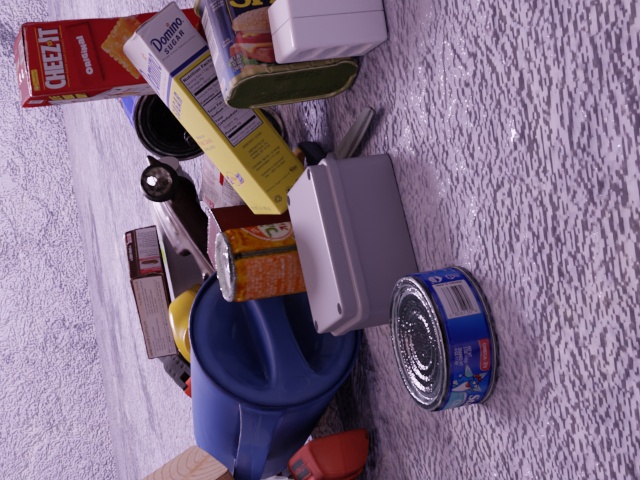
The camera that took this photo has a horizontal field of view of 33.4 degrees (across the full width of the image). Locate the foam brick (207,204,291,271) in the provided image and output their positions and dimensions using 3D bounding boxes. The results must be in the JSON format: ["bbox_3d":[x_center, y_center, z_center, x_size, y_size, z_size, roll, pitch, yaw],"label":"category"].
[{"bbox_3d":[-0.056,0.001,0.948,0.051,0.078,0.053,-120,29,-50],"label":"foam brick"}]

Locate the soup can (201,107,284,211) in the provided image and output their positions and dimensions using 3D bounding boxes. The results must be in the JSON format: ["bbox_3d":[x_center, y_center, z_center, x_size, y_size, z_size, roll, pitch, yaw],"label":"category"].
[{"bbox_3d":[-0.073,-0.071,0.981,0.102,0.068,0.068,105,151,-53],"label":"soup can"}]

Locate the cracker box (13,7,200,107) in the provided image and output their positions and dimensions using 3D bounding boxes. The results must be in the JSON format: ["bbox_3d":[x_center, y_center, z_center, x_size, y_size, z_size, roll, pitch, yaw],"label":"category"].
[{"bbox_3d":[-0.173,-0.173,1.001,0.164,0.213,0.072,-171,73,-72],"label":"cracker box"}]

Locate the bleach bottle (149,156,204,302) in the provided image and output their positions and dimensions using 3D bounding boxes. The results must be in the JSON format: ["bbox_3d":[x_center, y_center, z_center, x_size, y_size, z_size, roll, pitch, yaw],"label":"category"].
[{"bbox_3d":[-0.149,0.016,1.192,0.251,0.068,0.103,85,165,-44],"label":"bleach bottle"}]

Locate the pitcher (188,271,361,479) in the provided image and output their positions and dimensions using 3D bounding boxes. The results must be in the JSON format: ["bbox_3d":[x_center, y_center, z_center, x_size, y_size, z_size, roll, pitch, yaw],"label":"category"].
[{"bbox_3d":[-0.053,0.131,0.912,0.145,0.149,0.243,49,155,18],"label":"pitcher"}]

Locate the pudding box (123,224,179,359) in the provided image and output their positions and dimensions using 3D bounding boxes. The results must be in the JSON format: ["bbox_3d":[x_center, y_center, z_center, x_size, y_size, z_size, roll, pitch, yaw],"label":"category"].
[{"bbox_3d":[-0.178,0.055,1.129,0.090,0.039,0.113,-112,12,-53],"label":"pudding box"}]

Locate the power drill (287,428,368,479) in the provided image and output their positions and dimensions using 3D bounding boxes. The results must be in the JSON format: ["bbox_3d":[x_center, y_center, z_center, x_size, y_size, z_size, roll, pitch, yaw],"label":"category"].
[{"bbox_3d":[0.030,0.246,0.827,0.185,0.057,0.188,123,136,-66],"label":"power drill"}]

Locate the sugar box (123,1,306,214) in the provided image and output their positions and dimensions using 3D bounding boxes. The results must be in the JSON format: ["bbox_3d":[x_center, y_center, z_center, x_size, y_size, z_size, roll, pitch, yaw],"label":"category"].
[{"bbox_3d":[-0.082,-0.099,0.844,0.176,0.048,0.093,49,168,-11],"label":"sugar box"}]

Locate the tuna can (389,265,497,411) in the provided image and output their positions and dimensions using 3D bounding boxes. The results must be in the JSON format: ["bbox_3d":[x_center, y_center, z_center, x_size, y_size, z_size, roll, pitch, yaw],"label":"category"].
[{"bbox_3d":[0.073,0.060,0.648,0.086,0.033,0.086,171,90,-72],"label":"tuna can"}]

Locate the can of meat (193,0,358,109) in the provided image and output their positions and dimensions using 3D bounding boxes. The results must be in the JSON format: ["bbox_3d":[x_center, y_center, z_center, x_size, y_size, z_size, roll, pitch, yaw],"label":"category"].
[{"bbox_3d":[-0.031,-0.145,0.763,0.057,0.102,0.084,122,134,-65],"label":"can of meat"}]

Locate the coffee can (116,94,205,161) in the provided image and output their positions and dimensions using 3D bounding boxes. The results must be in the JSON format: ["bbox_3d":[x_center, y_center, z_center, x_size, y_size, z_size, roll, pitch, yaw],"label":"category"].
[{"bbox_3d":[-0.170,-0.160,1.179,0.140,0.102,0.103,-127,33,-56],"label":"coffee can"}]

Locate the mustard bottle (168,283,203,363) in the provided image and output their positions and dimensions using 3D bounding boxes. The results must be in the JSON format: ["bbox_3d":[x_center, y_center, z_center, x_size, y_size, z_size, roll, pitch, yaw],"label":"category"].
[{"bbox_3d":[-0.111,0.092,1.071,0.096,0.058,0.191,53,179,-2],"label":"mustard bottle"}]

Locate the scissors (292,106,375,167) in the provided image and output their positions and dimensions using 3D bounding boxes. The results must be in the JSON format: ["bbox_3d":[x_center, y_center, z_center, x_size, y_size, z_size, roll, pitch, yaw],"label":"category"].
[{"bbox_3d":[0.005,-0.069,0.826,0.202,0.016,0.096,108,149,-54],"label":"scissors"}]

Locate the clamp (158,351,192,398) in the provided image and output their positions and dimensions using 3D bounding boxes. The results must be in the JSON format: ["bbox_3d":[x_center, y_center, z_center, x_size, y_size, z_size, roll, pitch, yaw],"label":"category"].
[{"bbox_3d":[-0.164,0.157,1.285,0.039,0.120,0.171,-56,1,-8],"label":"clamp"}]
